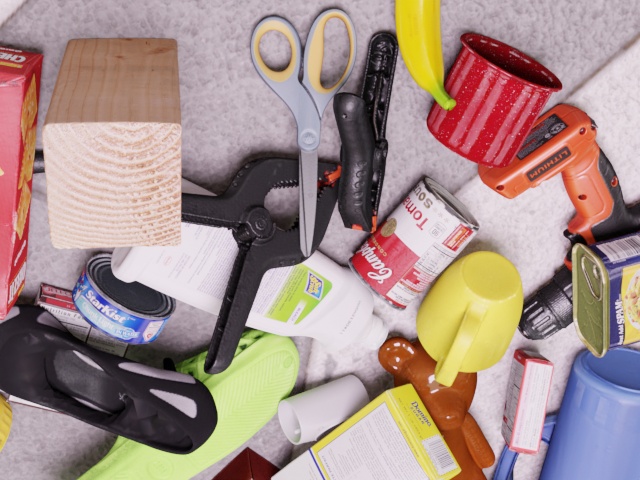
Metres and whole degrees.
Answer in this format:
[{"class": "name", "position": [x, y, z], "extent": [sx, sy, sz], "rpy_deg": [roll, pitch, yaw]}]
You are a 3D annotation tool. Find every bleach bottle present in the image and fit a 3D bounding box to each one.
[{"class": "bleach bottle", "position": [-0.051, 0.039, 0.943], "extent": [0.250, 0.068, 0.102], "rpy_deg": [29, 98, -22]}]

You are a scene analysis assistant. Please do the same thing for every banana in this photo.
[{"class": "banana", "position": [0.089, -0.206, 0.845], "extent": [0.037, 0.070, 0.198], "rpy_deg": [-17, 114, -44]}]

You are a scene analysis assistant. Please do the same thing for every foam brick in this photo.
[{"class": "foam brick", "position": [-0.077, 0.255, 1.055], "extent": [0.051, 0.053, 0.078], "rpy_deg": [40, 106, -23]}]

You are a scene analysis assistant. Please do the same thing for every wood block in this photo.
[{"class": "wood block", "position": [-0.149, -0.079, 0.791], "extent": [0.090, 0.206, 0.091], "rpy_deg": [-1, 116, -8]}]

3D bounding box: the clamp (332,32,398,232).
[{"class": "clamp", "position": [0.033, -0.074, 0.878], "extent": [0.039, 0.120, 0.171], "rpy_deg": [13, 120, 20]}]

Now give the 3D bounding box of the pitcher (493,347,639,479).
[{"class": "pitcher", "position": [0.271, 0.230, 1.061], "extent": [0.149, 0.145, 0.243], "rpy_deg": [-2, 113, -21]}]

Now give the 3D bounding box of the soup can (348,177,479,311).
[{"class": "soup can", "position": [0.083, 0.003, 0.944], "extent": [0.068, 0.068, 0.102], "rpy_deg": [36, 106, -22]}]

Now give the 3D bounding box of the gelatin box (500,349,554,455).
[{"class": "gelatin box", "position": [0.196, 0.153, 1.015], "extent": [0.030, 0.073, 0.089], "rpy_deg": [9, 91, 3]}]

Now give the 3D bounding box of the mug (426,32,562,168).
[{"class": "mug", "position": [0.148, -0.114, 0.893], "extent": [0.117, 0.093, 0.082], "rpy_deg": [-5, 130, -48]}]

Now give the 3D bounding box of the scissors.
[{"class": "scissors", "position": [-0.027, -0.096, 0.871], "extent": [0.096, 0.016, 0.202], "rpy_deg": [16, 91, -3]}]

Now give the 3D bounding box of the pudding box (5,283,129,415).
[{"class": "pudding box", "position": [-0.225, 0.103, 0.966], "extent": [0.090, 0.039, 0.114], "rpy_deg": [18, 110, -16]}]

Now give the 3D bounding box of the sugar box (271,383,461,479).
[{"class": "sugar box", "position": [0.038, 0.216, 0.985], "extent": [0.048, 0.093, 0.176], "rpy_deg": [-7, 152, -48]}]

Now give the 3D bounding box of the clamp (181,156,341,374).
[{"class": "clamp", "position": [-0.056, 0.001, 0.875], "extent": [0.209, 0.036, 0.164], "rpy_deg": [-26, 94, -33]}]

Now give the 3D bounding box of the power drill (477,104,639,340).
[{"class": "power drill", "position": [0.221, -0.014, 0.963], "extent": [0.184, 0.057, 0.187], "rpy_deg": [-38, 118, 6]}]

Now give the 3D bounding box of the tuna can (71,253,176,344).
[{"class": "tuna can", "position": [-0.170, 0.051, 0.921], "extent": [0.086, 0.086, 0.034], "rpy_deg": [26, 111, -19]}]

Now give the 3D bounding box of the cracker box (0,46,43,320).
[{"class": "cracker box", "position": [-0.315, -0.053, 0.846], "extent": [0.164, 0.072, 0.214], "rpy_deg": [10, 114, -4]}]
